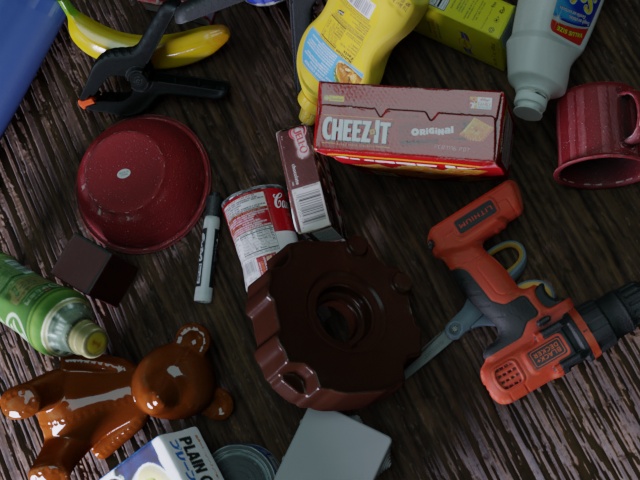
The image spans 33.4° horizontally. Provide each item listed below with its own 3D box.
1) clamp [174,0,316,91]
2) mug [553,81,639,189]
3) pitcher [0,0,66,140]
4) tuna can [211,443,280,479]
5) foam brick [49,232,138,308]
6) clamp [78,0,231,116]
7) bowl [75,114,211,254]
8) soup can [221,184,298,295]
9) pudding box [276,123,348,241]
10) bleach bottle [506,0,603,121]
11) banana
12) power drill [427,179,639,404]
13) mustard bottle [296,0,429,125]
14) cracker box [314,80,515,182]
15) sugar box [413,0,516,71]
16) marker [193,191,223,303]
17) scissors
[{"bbox_3d":[-0.042,-0.270,1.096,0.164,0.036,0.210,19,116,-23],"label":"clamp"},{"bbox_3d":[0.277,-0.106,1.032,0.093,0.117,0.081,6,72,-17],"label":"mug"},{"bbox_3d":[-0.398,-0.193,1.196,0.145,0.149,0.243,20,78,45],"label":"pitcher"},{"bbox_3d":[-0.080,0.247,1.075,0.086,0.033,0.086,-3,77,12],"label":"tuna can"},{"bbox_3d":[-0.239,0.032,1.137,0.051,0.078,0.053,27,83,17],"label":"foam brick"},{"bbox_3d":[-0.186,-0.178,1.175,0.172,0.039,0.120,-27,110,27],"label":"clamp"},{"bbox_3d":[-0.203,-0.068,1.162,0.162,0.055,0.162,-3,78,13],"label":"bowl"},{"bbox_3d":[-0.057,0.001,1.106,0.068,0.068,0.102,-19,75,8],"label":"soup can"},{"bbox_3d":[-0.007,-0.054,1.095,0.039,0.090,0.113,-14,76,11],"label":"pudding box"},{"bbox_3d":[0.237,-0.230,1.051,0.068,0.102,0.250,-1,65,45],"label":"bleach bottle"},{"bbox_3d":[-0.198,-0.222,1.191,0.198,0.070,0.037,10,48,4],"label":"banana"},{"bbox_3d":[0.204,0.038,1.026,0.184,0.057,0.188,-31,75,3],"label":"power drill"},{"bbox_3d":[0.027,-0.194,1.084,0.096,0.058,0.192,45,126,18],"label":"mustard bottle"},{"bbox_3d":[0.096,-0.099,1.016,0.164,0.213,0.072,5,91,13],"label":"cracker box"},{"bbox_3d":[0.118,-0.242,1.106,0.176,0.093,0.048,26,84,18],"label":"sugar box"},{"bbox_3d":[-0.119,0.006,1.145,0.020,0.020,0.121,3,79,13],"label":"marker"},{"bbox_3d":[0.155,0.094,1.064,0.096,0.016,0.202,33,87,17],"label":"scissors"}]
